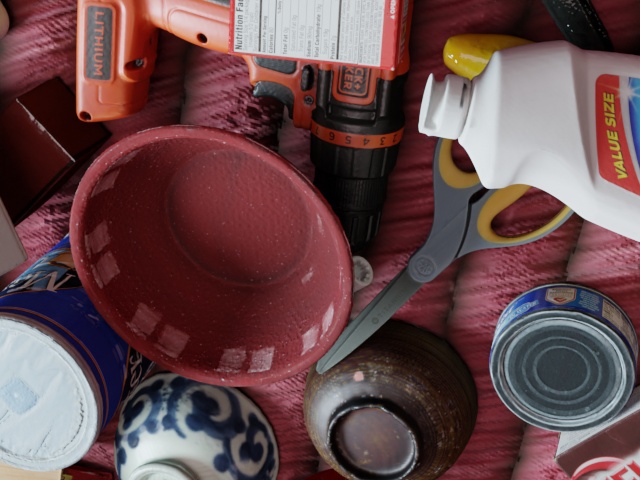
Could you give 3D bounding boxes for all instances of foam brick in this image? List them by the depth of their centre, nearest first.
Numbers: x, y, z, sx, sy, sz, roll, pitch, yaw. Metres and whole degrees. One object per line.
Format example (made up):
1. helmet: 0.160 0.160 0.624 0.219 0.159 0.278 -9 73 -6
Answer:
1. foam brick: -0.180 -0.054 0.667 0.078 0.053 0.051 -39 98 27

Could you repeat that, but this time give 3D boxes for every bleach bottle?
1. bleach bottle: 0.172 -0.034 0.520 0.251 0.068 0.102 11 92 -1

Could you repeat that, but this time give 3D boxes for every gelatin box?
1. gelatin box: -0.001 -0.127 0.532 0.089 0.030 0.073 8 113 11

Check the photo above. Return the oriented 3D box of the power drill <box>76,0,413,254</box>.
1. power drill: -0.043 -0.090 0.606 0.188 0.057 0.184 11 113 9

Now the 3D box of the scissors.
1. scissors: 0.057 -0.006 0.620 0.202 0.016 0.096 -30 96 17

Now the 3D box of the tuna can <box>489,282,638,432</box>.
1. tuna can: 0.144 0.070 0.634 0.086 0.033 0.086 7 116 14

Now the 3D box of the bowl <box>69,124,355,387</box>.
1. bowl: -0.054 0.001 0.592 0.162 0.055 0.162 7 120 13

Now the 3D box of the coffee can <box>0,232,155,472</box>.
1. coffee can: -0.153 0.060 0.661 0.103 0.140 0.103 7 116 14
